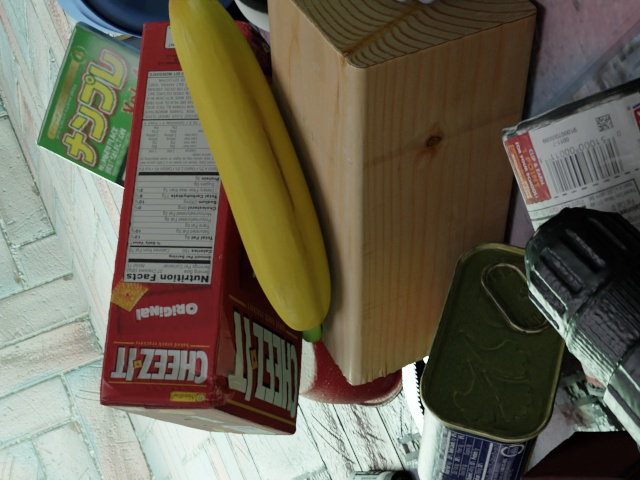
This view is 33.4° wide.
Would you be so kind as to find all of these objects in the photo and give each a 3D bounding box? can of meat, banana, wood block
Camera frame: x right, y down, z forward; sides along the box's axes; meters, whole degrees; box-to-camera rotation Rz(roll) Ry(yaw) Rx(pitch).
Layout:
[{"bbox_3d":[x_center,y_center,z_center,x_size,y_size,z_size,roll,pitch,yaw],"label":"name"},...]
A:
[{"bbox_3d":[0.081,0.067,0.506,0.084,0.057,0.102,88,-161,-52],"label":"can of meat"},{"bbox_3d":[-0.034,-0.036,0.520,0.070,0.037,0.198,0,109,70],"label":"banana"},{"bbox_3d":[0.035,-0.036,0.529,0.090,0.090,0.206,54,156,39],"label":"wood block"}]

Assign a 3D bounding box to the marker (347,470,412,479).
[{"bbox_3d":[0.047,0.194,0.854,0.020,0.020,0.121,67,161,6],"label":"marker"}]

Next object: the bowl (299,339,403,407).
[{"bbox_3d":[-0.010,0.054,0.751,0.162,0.055,0.162,33,135,40],"label":"bowl"}]

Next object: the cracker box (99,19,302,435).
[{"bbox_3d":[-0.054,0.001,0.630,0.164,0.072,0.213,45,-133,-70],"label":"cracker box"}]
